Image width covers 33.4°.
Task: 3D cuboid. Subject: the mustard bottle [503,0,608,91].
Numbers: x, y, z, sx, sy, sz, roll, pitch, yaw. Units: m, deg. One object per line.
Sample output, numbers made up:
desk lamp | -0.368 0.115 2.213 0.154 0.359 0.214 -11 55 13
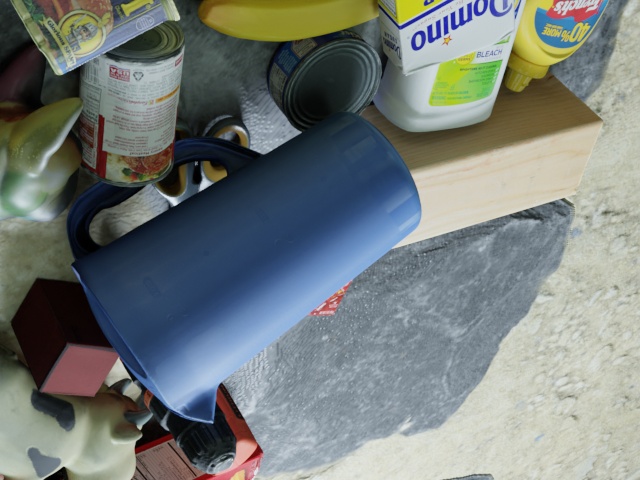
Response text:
mustard bottle | 0.199 -0.208 0.877 0.096 0.058 0.192 -5 132 -38

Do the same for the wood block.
wood block | 0.128 -0.075 0.931 0.205 0.091 0.090 -16 138 -26

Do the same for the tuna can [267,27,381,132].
tuna can | 0.002 -0.126 0.825 0.086 0.034 0.086 -21 139 -20

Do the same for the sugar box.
sugar box | 0.082 -0.205 0.719 0.093 0.048 0.176 -22 132 -9

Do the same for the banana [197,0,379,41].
banana | 0.005 -0.178 0.768 0.197 0.037 0.069 -22 149 -12

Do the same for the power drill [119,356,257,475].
power drill | -0.108 0.136 0.903 0.057 0.184 0.187 -31 151 -7

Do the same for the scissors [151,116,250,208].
scissors | -0.095 -0.025 0.867 0.096 0.016 0.202 -24 140 -17

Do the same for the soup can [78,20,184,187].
soup can | -0.130 -0.097 0.725 0.068 0.069 0.102 -13 135 -28

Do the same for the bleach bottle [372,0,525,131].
bleach bottle | 0.115 -0.207 0.811 0.102 0.068 0.251 -11 133 -29

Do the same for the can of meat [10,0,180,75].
can of meat | -0.145 -0.160 0.636 0.084 0.057 0.102 -29 114 -6

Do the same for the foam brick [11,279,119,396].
foam brick | -0.200 0.076 0.839 0.052 0.078 0.051 13 121 -42

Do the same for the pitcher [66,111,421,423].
pitcher | -0.055 0.001 0.783 0.242 0.145 0.149 -35 129 -13
